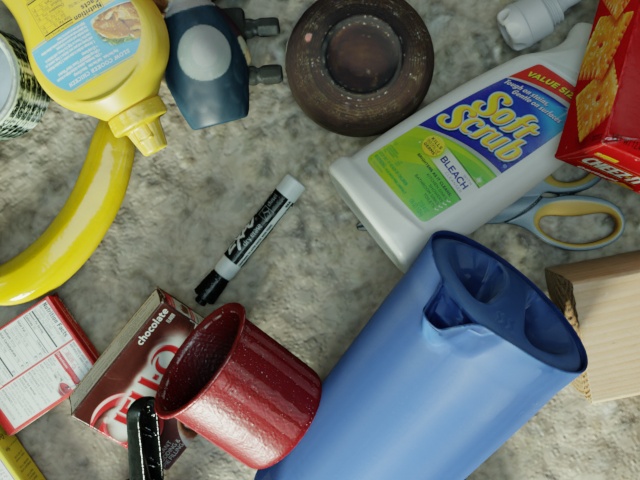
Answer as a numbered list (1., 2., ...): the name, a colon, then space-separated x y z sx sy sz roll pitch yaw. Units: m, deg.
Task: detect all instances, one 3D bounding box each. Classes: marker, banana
1. marker: -0.055 0.001 0.814 0.020 0.020 0.121 38 94 -3
2. banana: -0.195 -0.015 0.804 0.069 0.037 0.198 44 94 -4

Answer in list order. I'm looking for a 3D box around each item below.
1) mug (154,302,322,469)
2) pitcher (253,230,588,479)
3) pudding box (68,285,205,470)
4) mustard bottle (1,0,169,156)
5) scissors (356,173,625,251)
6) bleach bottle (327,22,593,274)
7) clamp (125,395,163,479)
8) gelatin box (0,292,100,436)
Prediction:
1. mug: -0.060 0.106 0.742 0.081 0.117 0.093 39 54 -21
2. pitcher: 0.066 0.122 0.756 0.149 0.145 0.243 32 113 -16
3. pudding box: -0.119 0.104 0.800 0.090 0.039 0.113 36 93 -26
4. mustard bottle: -0.158 -0.146 0.727 0.096 0.058 0.191 -27 95 12
5. scissors: 0.134 -0.040 0.811 0.201 0.016 0.096 9 93 0
6. bleach bottle: 0.134 -0.086 0.780 0.251 0.068 0.103 -37 73 -3
7. clamp: -0.110 0.202 0.783 0.120 0.039 0.172 37 128 16
8. gelatin box: -0.220 0.094 0.817 0.089 0.030 0.073 -34 94 0
